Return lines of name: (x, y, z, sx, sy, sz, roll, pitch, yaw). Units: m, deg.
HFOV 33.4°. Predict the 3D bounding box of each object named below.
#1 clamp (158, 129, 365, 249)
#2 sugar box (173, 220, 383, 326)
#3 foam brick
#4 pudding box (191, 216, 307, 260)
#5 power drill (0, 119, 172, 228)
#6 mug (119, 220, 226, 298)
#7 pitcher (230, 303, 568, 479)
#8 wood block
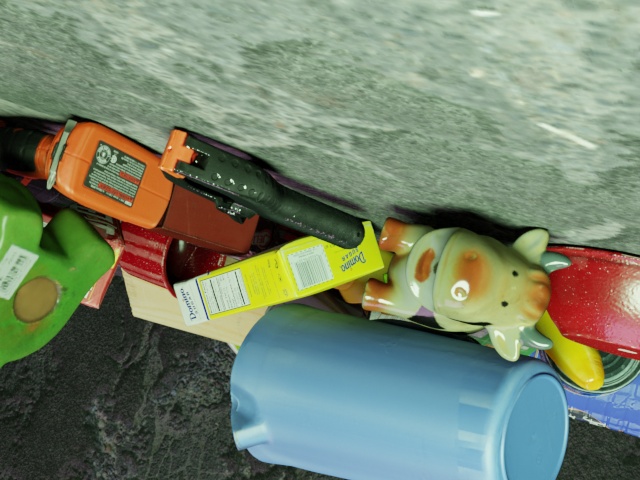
clamp: (-0.044, -0.031, 0.736, 0.120, 0.039, 0.171, 9, 172, 24)
sugar box: (-0.039, 0.030, 0.881, 0.093, 0.048, 0.177, -16, 176, -36)
foam brick: (-0.093, -0.023, 0.860, 0.078, 0.051, 0.053, 18, 172, -24)
pudding box: (-0.057, 0.001, 1.023, 0.114, 0.039, 0.089, 9, 170, 42)
power drill: (-0.206, -0.055, 0.826, 0.188, 0.057, 0.184, 11, 172, 35)
mug: (-0.148, 0.003, 1.102, 0.082, 0.093, 0.117, 17, -148, 36)
pitcher: (0.064, 0.121, 0.812, 0.243, 0.149, 0.144, 6, 162, 41)
wood block: (-0.107, 0.051, 1.194, 0.206, 0.090, 0.090, 13, 134, 21)
